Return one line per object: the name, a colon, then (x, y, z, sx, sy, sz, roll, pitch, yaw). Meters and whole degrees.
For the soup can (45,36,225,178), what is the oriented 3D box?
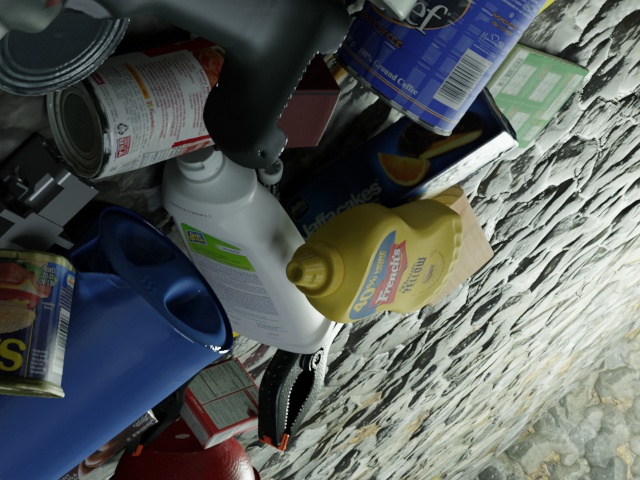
soup can: (-0.104, -0.081, 0.644, 0.102, 0.068, 0.069, -21, 151, -36)

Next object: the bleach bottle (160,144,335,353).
bleach bottle: (-0.055, 0.001, 0.814, 0.251, 0.103, 0.068, 72, 36, -59)

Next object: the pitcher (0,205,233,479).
pitcher: (-0.186, 0.102, 0.784, 0.243, 0.149, 0.145, -41, -165, 12)

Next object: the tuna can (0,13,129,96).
tuna can: (-0.144, -0.119, 0.558, 0.086, 0.034, 0.086, -32, 156, -16)

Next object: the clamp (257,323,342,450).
clamp: (-0.012, 0.110, 1.088, 0.164, 0.036, 0.210, -1, 109, -59)

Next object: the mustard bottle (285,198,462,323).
mustard bottle: (0.037, 0.017, 0.831, 0.191, 0.058, 0.096, -5, 125, -54)

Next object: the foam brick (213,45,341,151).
foam brick: (-0.036, -0.097, 0.713, 0.078, 0.053, 0.051, -5, 141, -25)

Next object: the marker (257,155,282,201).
marker: (-0.041, -0.036, 0.853, 0.020, 0.020, 0.121, -33, 166, -14)

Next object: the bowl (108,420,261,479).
bowl: (-0.142, 0.228, 1.102, 0.161, 0.162, 0.055, -13, 107, -46)

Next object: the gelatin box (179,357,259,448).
gelatin box: (-0.102, 0.166, 1.095, 0.089, 0.073, 0.030, -14, 147, -47)

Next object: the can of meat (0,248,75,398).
can of meat: (-0.205, 0.050, 0.657, 0.102, 0.084, 0.057, 4, 166, 4)

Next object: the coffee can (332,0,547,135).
coffee can: (0.089, -0.158, 0.730, 0.140, 0.103, 0.102, -54, 154, 17)
